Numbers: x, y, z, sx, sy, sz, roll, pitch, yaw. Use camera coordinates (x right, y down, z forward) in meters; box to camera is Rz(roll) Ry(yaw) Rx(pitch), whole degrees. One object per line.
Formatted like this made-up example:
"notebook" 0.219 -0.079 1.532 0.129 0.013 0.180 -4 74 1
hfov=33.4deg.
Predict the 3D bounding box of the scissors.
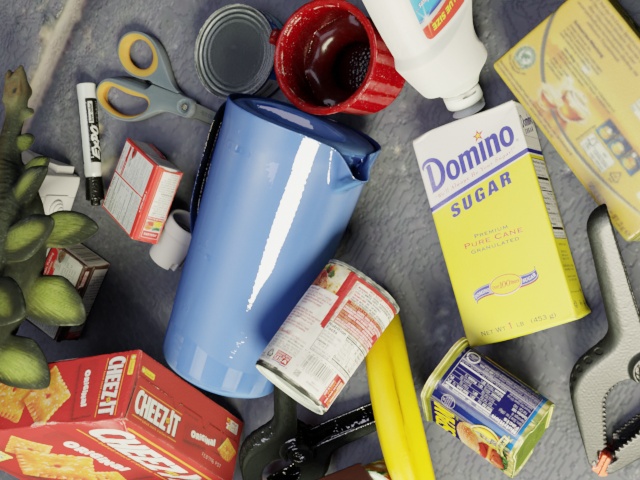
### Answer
"scissors" -0.128 -0.145 1.002 0.202 0.016 0.096 9 95 28

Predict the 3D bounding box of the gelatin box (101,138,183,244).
"gelatin box" -0.167 -0.047 0.998 0.089 0.030 0.073 39 110 53

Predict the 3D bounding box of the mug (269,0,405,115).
"mug" 0.011 -0.151 0.888 0.117 0.081 0.093 22 101 26

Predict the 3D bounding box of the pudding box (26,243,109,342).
"pudding box" -0.277 0.036 1.074 0.114 0.039 0.090 32 106 26

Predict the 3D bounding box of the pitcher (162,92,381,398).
"pitcher" -0.056 0.001 0.910 0.145 0.149 0.243 20 105 -2

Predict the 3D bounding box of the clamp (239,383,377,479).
"clamp" -0.024 0.164 0.911 0.120 0.039 0.172 36 112 -17

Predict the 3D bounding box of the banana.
"banana" 0.060 0.128 0.856 0.037 0.069 0.198 -12 73 3

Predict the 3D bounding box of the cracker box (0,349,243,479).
"cracker box" -0.204 0.172 0.961 0.214 0.164 0.072 -9 56 28

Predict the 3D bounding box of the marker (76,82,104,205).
"marker" -0.227 -0.095 1.054 0.020 0.020 0.121 -5 88 28

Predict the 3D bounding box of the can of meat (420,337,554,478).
"can of meat" 0.129 0.130 0.820 0.084 0.102 0.057 34 75 20

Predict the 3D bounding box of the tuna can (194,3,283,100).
"tuna can" -0.069 -0.167 0.959 0.086 0.033 0.086 1 91 29

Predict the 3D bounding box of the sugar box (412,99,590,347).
"sugar box" 0.140 -0.012 0.841 0.093 0.048 0.176 -20 83 28

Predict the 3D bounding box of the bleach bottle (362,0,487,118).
"bleach bottle" 0.071 -0.213 0.821 0.068 0.102 0.251 5 128 55

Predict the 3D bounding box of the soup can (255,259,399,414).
"soup can" 0.005 0.075 0.830 0.069 0.068 0.102 30 75 25
